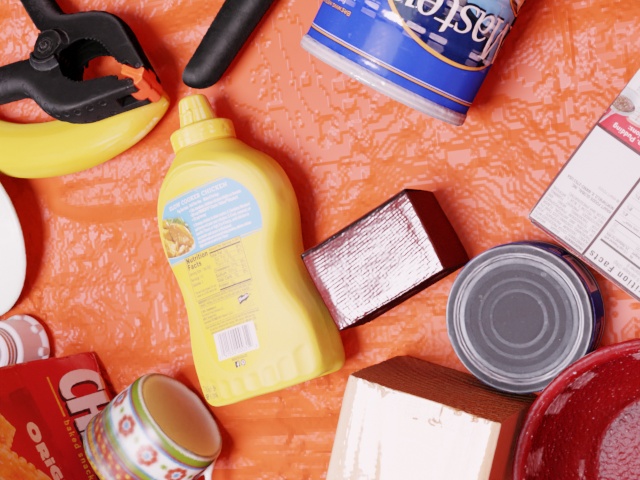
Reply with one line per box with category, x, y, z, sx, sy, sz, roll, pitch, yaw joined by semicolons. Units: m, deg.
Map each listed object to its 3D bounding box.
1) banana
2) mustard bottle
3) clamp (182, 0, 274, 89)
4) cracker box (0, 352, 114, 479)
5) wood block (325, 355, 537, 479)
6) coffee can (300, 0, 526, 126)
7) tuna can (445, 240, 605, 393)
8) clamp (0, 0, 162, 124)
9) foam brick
banana;-0.194;-0.077;0.740;0.198;0.037;0.069;7;95;24
mustard bottle;-0.054;0.001;0.666;0.096;0.058;0.191;-21;83;35
clamp;-0.026;-0.210;0.659;0.210;0.036;0.164;-26;81;21
cracker box;-0.187;0.162;0.648;0.072;0.213;0.164;-30;80;20
wood block;0.049;0.180;0.608;0.090;0.090;0.206;15;98;23
coffee can;0.065;-0.148;0.584;0.103;0.102;0.140;32;104;20
tuna can;0.115;0.043;0.605;0.086;0.033;0.086;1;92;24
clamp;-0.176;-0.132;0.716;0.172;0.039;0.120;10;81;23
foam brick;0.039;0.011;0.628;0.078;0.052;0.051;-33;78;23
